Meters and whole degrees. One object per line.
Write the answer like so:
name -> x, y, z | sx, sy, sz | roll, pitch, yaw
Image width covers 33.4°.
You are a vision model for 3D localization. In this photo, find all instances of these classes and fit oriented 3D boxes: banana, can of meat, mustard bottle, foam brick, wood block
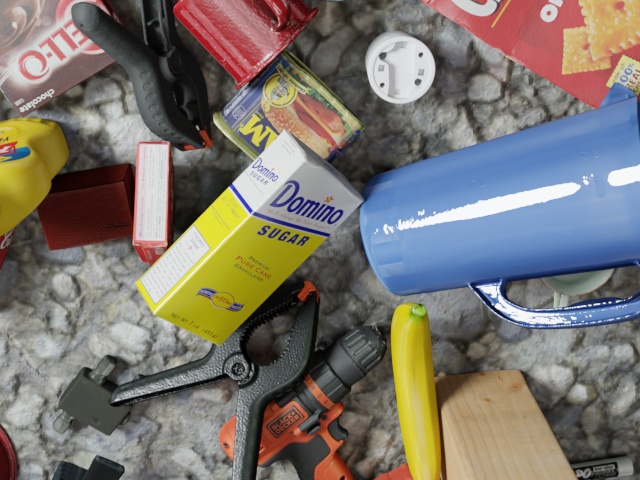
banana -> 0.085, 0.133, 0.956 | 0.037, 0.069, 0.198 | -5, 113, 8
can of meat -> -0.025, -0.100, 0.899 | 0.102, 0.057, 0.084 | 41, 100, -18
mustard bottle -> -0.257, -0.044, 0.830 | 0.096, 0.191, 0.058 | -14, 111, 1
foam brick -> -0.198, -0.029, 0.915 | 0.078, 0.051, 0.053 | -9, 112, -1
wood block -> 0.159, 0.204, 0.948 | 0.090, 0.206, 0.091 | -5, 111, -3

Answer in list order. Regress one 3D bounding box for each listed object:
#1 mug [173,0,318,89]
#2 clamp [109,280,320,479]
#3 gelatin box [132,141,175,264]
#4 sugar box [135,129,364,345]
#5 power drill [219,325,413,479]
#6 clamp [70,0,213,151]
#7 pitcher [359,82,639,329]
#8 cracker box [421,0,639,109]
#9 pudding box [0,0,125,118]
mug -> -0.058, -0.181, 0.837 | 0.081, 0.117, 0.093 | 45, 77, -13
clamp -> -0.081, 0.117, 0.963 | 0.165, 0.036, 0.210 | 31, 83, 14
gelatin box -> -0.137, -0.030, 0.889 | 0.030, 0.073, 0.089 | 0, 77, -5
sugar box -> -0.056, 0.001, 0.866 | 0.176, 0.048, 0.093 | -44, 143, 10
power drill -> 0.025, 0.191, 1.015 | 0.184, 0.057, 0.187 | -37, 107, 7
clamp -> -0.136, -0.140, 0.850 | 0.039, 0.120, 0.171 | -3, 118, 36
pitcher -> 0.161, -0.016, 0.867 | 0.243, 0.149, 0.145 | -13, 121, 25
cracker box -> 0.209, -0.213, 0.864 | 0.213, 0.072, 0.164 | 28, 107, -14
pudding box -> -0.221, -0.167, 0.867 | 0.113, 0.039, 0.090 | -30, 111, 7
